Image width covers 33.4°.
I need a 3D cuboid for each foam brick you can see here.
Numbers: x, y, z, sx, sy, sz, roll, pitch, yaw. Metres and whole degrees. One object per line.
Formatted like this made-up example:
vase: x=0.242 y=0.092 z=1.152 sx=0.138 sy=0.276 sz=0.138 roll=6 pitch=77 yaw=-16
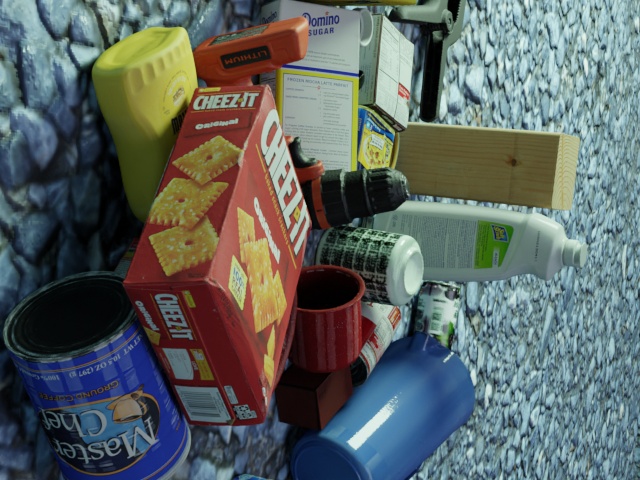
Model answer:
foam brick: x=-0.006 y=0.159 z=1.152 sx=0.078 sy=0.051 sz=0.053 roll=-39 pitch=129 yaw=-53

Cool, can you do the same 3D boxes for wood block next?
wood block: x=0.201 y=-0.092 z=1.311 sx=0.090 sy=0.206 sz=0.091 roll=-1 pitch=98 yaw=-61

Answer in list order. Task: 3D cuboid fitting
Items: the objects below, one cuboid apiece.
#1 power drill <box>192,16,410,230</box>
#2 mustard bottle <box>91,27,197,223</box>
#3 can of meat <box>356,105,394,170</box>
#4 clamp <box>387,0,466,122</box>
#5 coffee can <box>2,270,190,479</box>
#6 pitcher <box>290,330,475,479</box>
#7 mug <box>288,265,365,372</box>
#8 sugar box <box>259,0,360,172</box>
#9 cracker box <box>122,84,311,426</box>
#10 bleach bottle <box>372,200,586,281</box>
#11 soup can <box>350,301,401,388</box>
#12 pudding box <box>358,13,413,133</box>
power drill: x=-0.026 y=-0.095 z=0.934 sx=0.057 sy=0.184 sz=0.187 roll=-71 pitch=149 yaw=-66
mustard bottle: x=-0.125 y=-0.069 z=0.867 sx=0.096 sy=0.058 sz=0.191 roll=-53 pitch=141 yaw=-50
can of meat: x=0.039 y=-0.094 z=1.170 sx=0.102 sy=0.058 sz=0.084 roll=33 pitch=65 yaw=-60
clamp: x=0.142 y=-0.276 z=1.337 sx=0.164 sy=0.036 sz=0.209 roll=61 pitch=42 yaw=-45
coffee can: x=-0.163 y=0.109 z=0.792 sx=0.102 sy=0.103 sz=0.140 roll=-51 pitch=139 yaw=-45
pitcher: x=0.072 y=0.227 z=1.240 sx=0.149 sy=0.145 sz=0.242 roll=54 pitch=39 yaw=3
mug: x=-0.009 y=0.087 z=1.104 sx=0.117 sy=0.093 sz=0.081 roll=-19 pitch=123 yaw=-25
sugar box: x=-0.011 y=-0.136 z=1.026 sx=0.093 sy=0.048 sz=0.176 roll=2 pitch=87 yaw=-32
cracker box: x=-0.068 y=0.009 z=0.818 sx=0.164 sy=0.072 sz=0.213 roll=74 pitch=21 yaw=-43
bleach bottle: x=0.186 y=0.010 z=1.260 sx=0.068 sy=0.251 sz=0.102 roll=-13 pitch=108 yaw=-60
soup can: x=0.043 y=0.109 z=1.214 sx=0.102 sy=0.069 sz=0.068 roll=-53 pitch=140 yaw=-44
pudding box: x=0.069 y=-0.188 z=1.209 sx=0.089 sy=0.039 sz=0.113 roll=27 pitch=64 yaw=-57
